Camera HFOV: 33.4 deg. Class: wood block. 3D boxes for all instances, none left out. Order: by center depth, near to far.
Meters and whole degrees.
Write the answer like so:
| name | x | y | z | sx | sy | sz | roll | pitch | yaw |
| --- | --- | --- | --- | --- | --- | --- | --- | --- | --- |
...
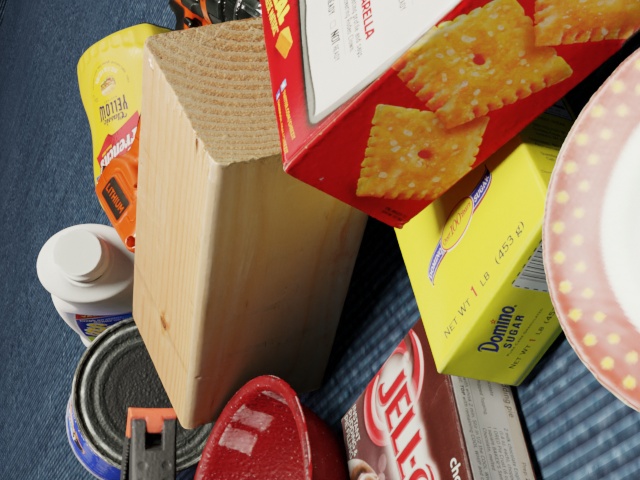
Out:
| name | x | y | z | sx | sy | sz | roll | pitch | yaw |
| --- | --- | --- | --- | --- | --- | --- | --- | --- | --- |
| wood block | -0.040 | -0.004 | 0.553 | 0.091 | 0.090 | 0.206 | 59 | 152 | 33 |

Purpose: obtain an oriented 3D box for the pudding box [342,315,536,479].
| name | x | y | z | sx | sy | sz | roll | pitch | yaw |
| --- | --- | --- | --- | --- | --- | --- | --- | --- | --- |
| pudding box | 0.049 | 0.099 | 0.452 | 0.113 | 0.039 | 0.090 | -101 | 31 | -42 |

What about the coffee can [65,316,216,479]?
| name | x | y | z | sx | sy | sz | roll | pitch | yaw |
| --- | --- | --- | --- | --- | --- | --- | --- | --- | --- |
| coffee can | -0.121 | 0.114 | 0.733 | 0.140 | 0.102 | 0.103 | 133 | 143 | -69 |

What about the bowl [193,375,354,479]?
| name | x | y | z | sx | sy | sz | roll | pitch | yaw |
| --- | --- | --- | --- | --- | --- | --- | --- | --- | --- |
| bowl | -0.019 | 0.152 | 0.532 | 0.162 | 0.055 | 0.162 | -46 | 36 | 48 |

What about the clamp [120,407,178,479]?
| name | x | y | z | sx | sy | sz | roll | pitch | yaw |
| --- | --- | --- | --- | --- | --- | --- | --- | --- | --- |
| clamp | -0.106 | 0.177 | 0.627 | 0.120 | 0.039 | 0.171 | -166 | 81 | -67 |

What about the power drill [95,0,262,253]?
| name | x | y | z | sx | sy | sz | roll | pitch | yaw |
| --- | --- | --- | --- | --- | --- | --- | --- | --- | --- |
| power drill | -0.070 | -0.084 | 0.632 | 0.188 | 0.057 | 0.185 | -67 | 29 | 17 |

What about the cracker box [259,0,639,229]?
| name | x | y | z | sx | sy | sz | roll | pitch | yaw |
| --- | --- | --- | --- | --- | --- | --- | --- | --- | --- |
| cracker box | 0.067 | -0.132 | 0.402 | 0.214 | 0.072 | 0.164 | -40 | 41 | 31 |

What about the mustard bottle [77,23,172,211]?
| name | x | y | z | sx | sy | sz | roll | pitch | yaw |
| --- | --- | --- | --- | --- | --- | --- | --- | --- | --- |
| mustard bottle | -0.147 | -0.072 | 0.875 | 0.096 | 0.058 | 0.191 | -19 | 75 | 34 |

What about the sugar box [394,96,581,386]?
| name | x | y | z | sx | sy | sz | roll | pitch | yaw |
| --- | --- | --- | --- | --- | --- | --- | --- | --- | --- |
| sugar box | 0.066 | -0.035 | 0.462 | 0.093 | 0.048 | 0.176 | -62 | 30 | 35 |

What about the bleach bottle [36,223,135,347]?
| name | x | y | z | sx | sy | sz | roll | pitch | yaw |
| --- | --- | --- | --- | --- | --- | --- | --- | --- | --- |
| bleach bottle | -0.147 | 0.033 | 0.746 | 0.251 | 0.102 | 0.068 | 82 | -172 | -78 |
